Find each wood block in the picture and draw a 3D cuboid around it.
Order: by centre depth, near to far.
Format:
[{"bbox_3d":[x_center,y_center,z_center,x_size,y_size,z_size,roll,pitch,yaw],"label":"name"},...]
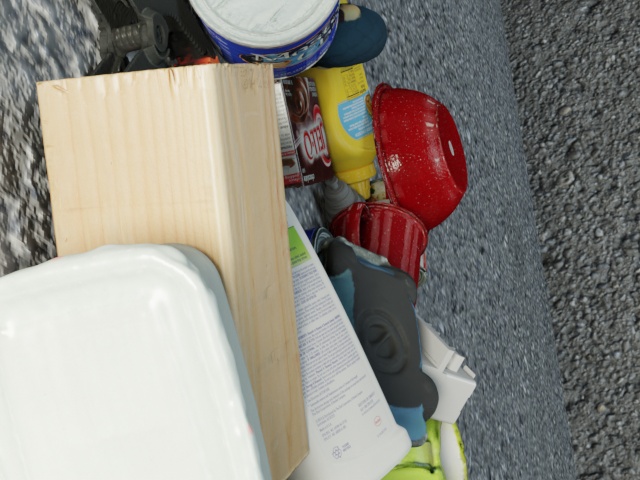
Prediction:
[{"bbox_3d":[-0.069,0.020,0.529,0.090,0.091,0.206,-29,115,-71],"label":"wood block"}]

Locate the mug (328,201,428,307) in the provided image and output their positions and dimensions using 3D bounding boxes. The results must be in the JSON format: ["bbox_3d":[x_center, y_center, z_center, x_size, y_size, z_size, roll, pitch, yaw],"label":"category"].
[{"bbox_3d":[0.045,0.018,0.951,0.117,0.093,0.081,69,23,-45],"label":"mug"}]

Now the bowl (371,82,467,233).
[{"bbox_3d":[0.104,-0.083,1.047,0.162,0.055,0.162,-14,90,-69],"label":"bowl"}]

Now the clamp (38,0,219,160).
[{"bbox_3d":[-0.113,-0.128,0.625,0.209,0.036,0.164,-20,105,-73],"label":"clamp"}]

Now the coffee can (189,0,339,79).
[{"bbox_3d":[-0.036,-0.171,0.734,0.140,0.103,0.103,161,-83,-89],"label":"coffee can"}]

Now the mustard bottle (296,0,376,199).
[{"bbox_3d":[0.015,-0.130,1.007,0.096,0.058,0.191,-37,115,-61],"label":"mustard bottle"}]

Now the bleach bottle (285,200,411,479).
[{"bbox_3d":[-0.033,0.028,0.622,0.102,0.068,0.251,-24,94,-56],"label":"bleach bottle"}]
